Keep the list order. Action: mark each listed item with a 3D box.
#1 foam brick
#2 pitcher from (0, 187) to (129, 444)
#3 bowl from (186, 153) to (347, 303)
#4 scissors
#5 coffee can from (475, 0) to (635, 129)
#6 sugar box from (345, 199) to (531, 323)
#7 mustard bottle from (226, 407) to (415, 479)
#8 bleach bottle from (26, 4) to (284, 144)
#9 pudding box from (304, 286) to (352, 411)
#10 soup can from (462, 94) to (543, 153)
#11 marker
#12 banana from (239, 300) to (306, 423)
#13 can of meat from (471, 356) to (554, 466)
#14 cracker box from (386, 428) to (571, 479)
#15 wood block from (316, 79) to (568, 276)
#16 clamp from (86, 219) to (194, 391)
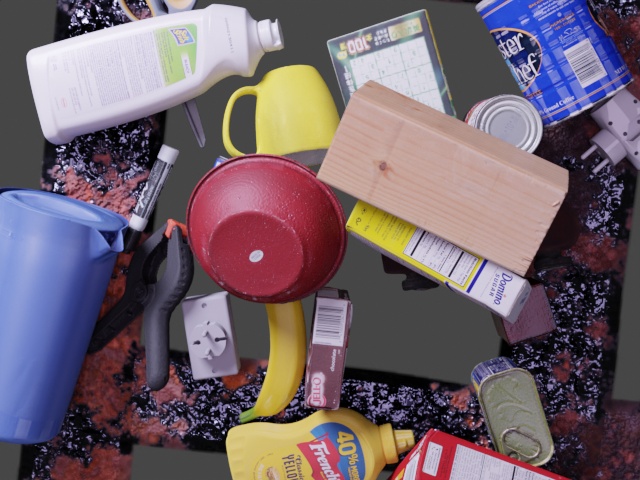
[{"bbox_3d":[0.204,0.071,1.087,0.053,0.078,0.051,-18,92,1],"label":"foam brick"},{"bbox_3d":[-0.294,0.071,1.079,0.145,0.149,0.243,15,98,-15],"label":"pitcher"},{"bbox_3d":[-0.057,0.001,1.019,0.162,0.055,0.162,4,116,8],"label":"bowl"},{"bbox_3d":[-0.137,-0.205,1.101,0.096,0.016,0.202,-32,94,3],"label":"scissors"},{"bbox_3d":[0.231,-0.195,1.053,0.103,0.103,0.140,-29,94,3],"label":"coffee can"},{"bbox_3d":[0.114,0.017,1.020,0.176,0.093,0.048,27,89,16],"label":"sugar box"},{"bbox_3d":[0.004,0.225,1.112,0.191,0.058,0.096,-12,95,1],"label":"mustard bottle"},{"bbox_3d":[-0.159,-0.171,1.066,0.251,0.068,0.102,-11,97,7],"label":"bleach bottle"},{"bbox_3d":[0.006,0.108,1.087,0.039,0.090,0.113,8,94,-2],"label":"pudding box"},{"bbox_3d":[0.179,-0.109,1.061,0.068,0.102,0.068,0,95,1],"label":"soup can"},{"bbox_3d":[-0.180,-0.042,1.113,0.020,0.020,0.121,24,95,-1],"label":"marker"},{"bbox_3d":[-0.048,0.099,1.111,0.070,0.037,0.198,5,93,9],"label":"banana"},{"bbox_3d":[0.193,0.174,1.092,0.057,0.084,0.102,-18,94,2],"label":"can of meat"},{"bbox_3d":[0.176,0.275,1.061,0.213,0.164,0.072,20,57,-1],"label":"cracker box"},{"bbox_3d":[0.114,-0.060,0.980,0.206,0.090,0.091,26,110,5],"label":"wood block"},{"bbox_3d":[-0.170,0.066,1.091,0.120,0.039,0.171,31,96,29],"label":"clamp"}]
